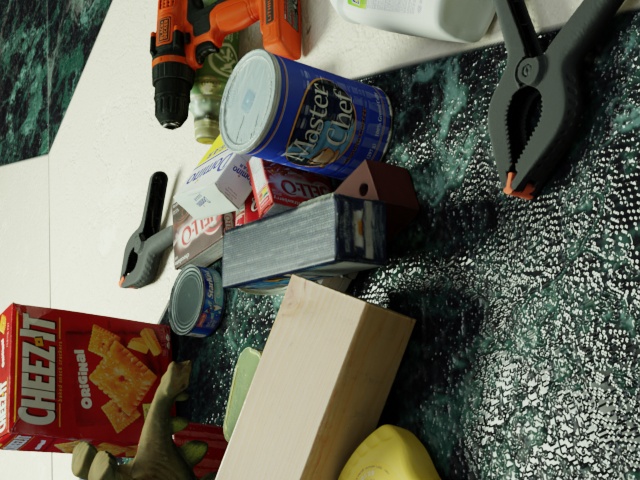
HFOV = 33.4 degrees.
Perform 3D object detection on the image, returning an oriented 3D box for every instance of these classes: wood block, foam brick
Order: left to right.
[{"bbox_3d":[-0.005,0.147,0.960,0.091,0.090,0.206,19,88,38],"label":"wood block"},{"bbox_3d":[0.048,-0.031,1.014,0.078,0.051,0.053,-46,45,38],"label":"foam brick"}]

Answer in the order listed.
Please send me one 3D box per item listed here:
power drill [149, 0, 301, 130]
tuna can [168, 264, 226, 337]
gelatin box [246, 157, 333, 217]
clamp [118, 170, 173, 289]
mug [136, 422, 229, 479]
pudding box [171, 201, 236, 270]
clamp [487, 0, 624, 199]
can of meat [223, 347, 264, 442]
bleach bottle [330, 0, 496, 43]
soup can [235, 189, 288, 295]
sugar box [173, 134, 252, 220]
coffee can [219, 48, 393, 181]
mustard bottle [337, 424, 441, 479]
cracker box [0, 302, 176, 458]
[{"bbox_3d":[-0.115,-0.229,1.245,0.188,0.057,0.184,-10,70,24],"label":"power drill"},{"bbox_3d":[-0.149,0.074,1.286,0.086,0.033,0.086,-24,60,51],"label":"tuna can"},{"bbox_3d":[-0.027,-0.051,1.097,0.030,0.089,0.073,-46,45,37],"label":"gelatin box"},{"bbox_3d":[-0.224,0.007,1.416,0.172,0.039,0.120,-67,30,26],"label":"clamp"},{"bbox_3d":[-0.153,0.255,1.191,0.093,0.081,0.117,42,114,53],"label":"mug"},{"bbox_3d":[-0.137,-0.022,1.295,0.114,0.039,0.090,-33,53,46],"label":"pudding box"},{"bbox_3d":[0.186,-0.139,0.858,0.165,0.036,0.210,1,82,56],"label":"clamp"},{"bbox_3d":[-0.042,0.159,1.056,0.058,0.083,0.102,8,86,57],"label":"can of meat"},{"bbox_3d":[0.076,-0.254,1.037,0.251,0.068,0.102,30,105,58],"label":"bleach bottle"},{"bbox_3d":[-0.058,0.001,1.145,0.069,0.068,0.102,-25,60,50],"label":"soup can"},{"bbox_3d":[-0.080,-0.104,1.161,0.094,0.048,0.176,-12,37,54],"label":"sugar box"},{"bbox_3d":[-0.014,-0.121,1.054,0.103,0.140,0.103,-24,60,51],"label":"coffee can"},{"bbox_3d":[0.084,0.241,0.866,0.096,0.058,0.192,-57,38,10],"label":"mustard bottle"},{"bbox_3d":[-0.282,0.172,1.289,0.072,0.213,0.164,-37,50,44],"label":"cracker box"}]
